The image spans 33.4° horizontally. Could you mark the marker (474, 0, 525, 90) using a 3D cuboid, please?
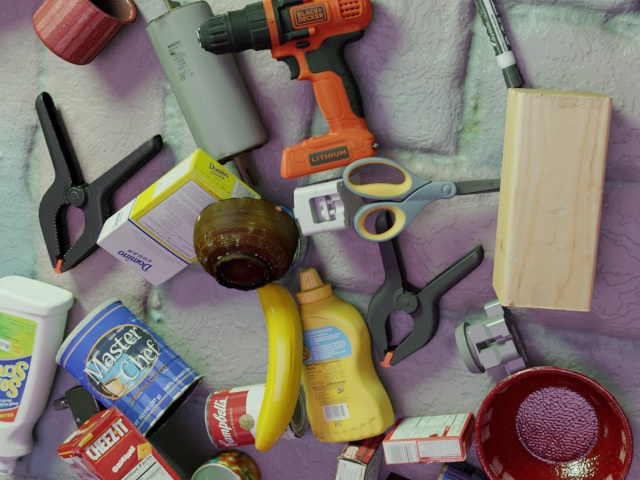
[{"bbox_3d":[0.180,-0.207,1.085,0.020,0.020,0.121,-20,93,21],"label":"marker"}]

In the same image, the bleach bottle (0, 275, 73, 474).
[{"bbox_3d":[-0.372,0.176,1.322,0.103,0.068,0.251,16,107,16],"label":"bleach bottle"}]

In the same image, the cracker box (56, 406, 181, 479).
[{"bbox_3d":[-0.202,0.296,1.222,0.072,0.164,0.213,-42,94,-24],"label":"cracker box"}]

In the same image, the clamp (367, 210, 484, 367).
[{"bbox_3d":[0.107,0.060,1.150,0.120,0.039,0.171,14,111,20],"label":"clamp"}]

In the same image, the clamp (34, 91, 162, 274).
[{"bbox_3d":[-0.290,-0.064,1.260,0.164,0.036,0.210,28,108,11],"label":"clamp"}]

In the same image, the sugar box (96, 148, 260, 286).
[{"bbox_3d":[-0.158,-0.022,1.180,0.093,0.048,0.177,40,132,-24],"label":"sugar box"}]

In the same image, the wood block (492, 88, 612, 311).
[{"bbox_3d":[0.226,-0.043,1.054,0.090,0.091,0.206,3,102,3],"label":"wood block"}]

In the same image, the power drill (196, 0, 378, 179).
[{"bbox_3d":[-0.023,-0.163,1.119,0.184,0.057,0.187,-12,100,0],"label":"power drill"}]

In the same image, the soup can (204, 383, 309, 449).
[{"bbox_3d":[-0.072,0.199,1.221,0.102,0.068,0.068,-11,96,19],"label":"soup can"}]

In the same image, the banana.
[{"bbox_3d":[-0.047,0.131,1.158,0.070,0.037,0.198,-9,81,55],"label":"banana"}]

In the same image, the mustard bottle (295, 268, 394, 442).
[{"bbox_3d":[0.012,0.124,1.182,0.096,0.058,0.191,-13,96,36],"label":"mustard bottle"}]

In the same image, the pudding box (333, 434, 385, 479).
[{"bbox_3d":[0.037,0.277,1.187,0.039,0.090,0.113,12,104,15],"label":"pudding box"}]

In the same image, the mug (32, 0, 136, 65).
[{"bbox_3d":[-0.270,-0.260,1.197,0.082,0.093,0.117,-41,55,25],"label":"mug"}]

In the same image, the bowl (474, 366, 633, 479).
[{"bbox_3d":[0.246,0.203,1.121,0.162,0.055,0.162,4,101,18],"label":"bowl"}]

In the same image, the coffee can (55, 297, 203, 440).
[{"bbox_3d":[-0.222,0.150,1.243,0.140,0.102,0.103,41,110,7],"label":"coffee can"}]

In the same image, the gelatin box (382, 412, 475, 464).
[{"bbox_3d":[0.119,0.215,1.156,0.089,0.073,0.030,-7,99,19],"label":"gelatin box"}]

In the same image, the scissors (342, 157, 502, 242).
[{"bbox_3d":[0.119,-0.035,1.105,0.201,0.016,0.096,11,98,-4],"label":"scissors"}]
